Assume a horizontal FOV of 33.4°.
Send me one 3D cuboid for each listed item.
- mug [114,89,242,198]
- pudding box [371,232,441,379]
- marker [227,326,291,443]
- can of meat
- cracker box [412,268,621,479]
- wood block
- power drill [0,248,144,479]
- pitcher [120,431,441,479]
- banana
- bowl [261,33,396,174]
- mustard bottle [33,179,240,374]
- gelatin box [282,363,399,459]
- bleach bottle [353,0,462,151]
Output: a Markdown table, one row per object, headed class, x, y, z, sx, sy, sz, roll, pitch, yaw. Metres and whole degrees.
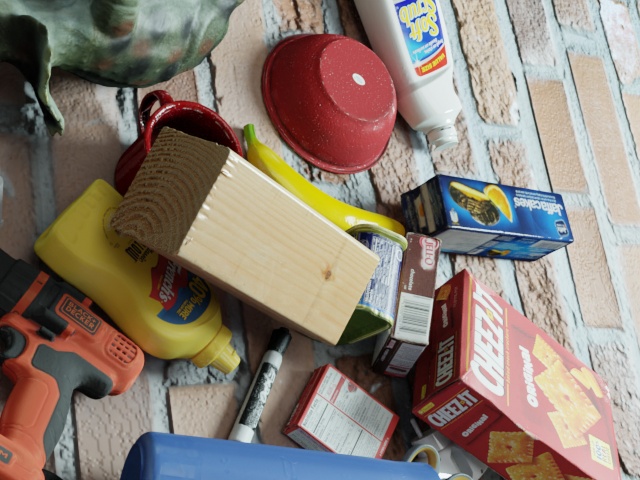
| class | x | y | z | sx | sy | sz | roll | pitch | yaw |
| --- | --- | --- | --- | --- | --- | --- | --- | --- | --- |
| mug | -0.131 | -0.073 | 0.928 | 0.093 | 0.082 | 0.117 | -17 | 80 | -39 |
| pudding box | 0.081 | 0.062 | 1.009 | 0.039 | 0.090 | 0.113 | 14 | 61 | -2 |
| marker | -0.051 | 0.127 | 0.935 | 0.020 | 0.020 | 0.121 | 35 | 54 | -18 |
| can of meat | 0.029 | 0.043 | 0.977 | 0.057 | 0.102 | 0.084 | 23 | 60 | -25 |
| cracker box | 0.192 | 0.149 | 1.029 | 0.213 | 0.072 | 0.164 | 38 | 32 | -18 |
| wood block | -0.055 | 0.001 | 0.868 | 0.205 | 0.090 | 0.091 | 35 | 80 | -46 |
| power drill | -0.231 | 0.093 | 0.773 | 0.184 | 0.057 | 0.187 | 37 | 37 | -12 |
| pitcher | -0.030 | 0.225 | 0.815 | 0.242 | 0.149 | 0.145 | 13 | 77 | -17 |
| banana | 0.002 | -0.039 | 1.035 | 0.197 | 0.037 | 0.069 | 35 | 54 | -18 |
| bowl | 0.023 | -0.151 | 1.088 | 0.161 | 0.055 | 0.162 | 15 | 62 | -30 |
| mustard bottle | -0.140 | 0.041 | 0.883 | 0.191 | 0.058 | 0.096 | 45 | 30 | -12 |
| gelatin box | 0.019 | 0.166 | 0.958 | 0.089 | 0.030 | 0.073 | 38 | 51 | -11 |
| bleach bottle | 0.102 | -0.220 | 1.171 | 0.102 | 0.068 | 0.251 | -13 | 80 | -38 |
